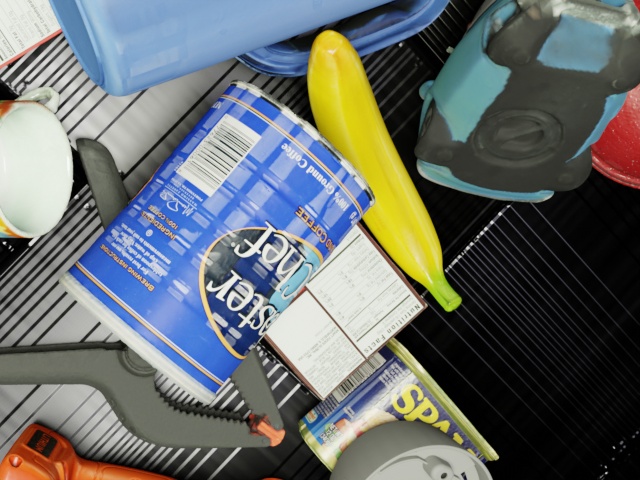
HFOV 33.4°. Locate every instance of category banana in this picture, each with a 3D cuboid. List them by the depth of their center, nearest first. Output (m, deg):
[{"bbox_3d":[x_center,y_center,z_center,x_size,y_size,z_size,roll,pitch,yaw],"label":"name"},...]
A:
[{"bbox_3d":[0.034,-0.046,0.627,0.037,0.070,0.197,-40,124,-15],"label":"banana"}]

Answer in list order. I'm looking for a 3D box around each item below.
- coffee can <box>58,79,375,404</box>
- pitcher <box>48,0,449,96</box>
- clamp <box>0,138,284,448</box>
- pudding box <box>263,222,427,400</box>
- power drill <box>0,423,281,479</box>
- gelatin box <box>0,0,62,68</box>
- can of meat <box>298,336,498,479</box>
[{"bbox_3d":[-0.054,0.001,0.568,0.102,0.103,0.140,42,82,-17],"label":"coffee can"},{"bbox_3d":[-0.021,-0.161,0.565,0.242,0.145,0.149,-26,97,-15],"label":"pitcher"},{"bbox_3d":[-0.115,0.067,0.630,0.210,0.036,0.164,43,87,-14],"label":"clamp"},{"bbox_3d":[-0.003,0.027,0.655,0.090,0.039,0.113,-41,108,-6],"label":"pudding box"},{"bbox_3d":[-0.085,0.158,0.587,0.187,0.184,0.057,16,87,-8],"label":"power drill"},{"bbox_3d":[-0.171,-0.141,0.586,0.089,0.030,0.073,-34,107,-9],"label":"gelatin box"},{"bbox_3d":[0.047,0.125,0.675,0.084,0.057,0.102,-41,106,-3],"label":"can of meat"}]
